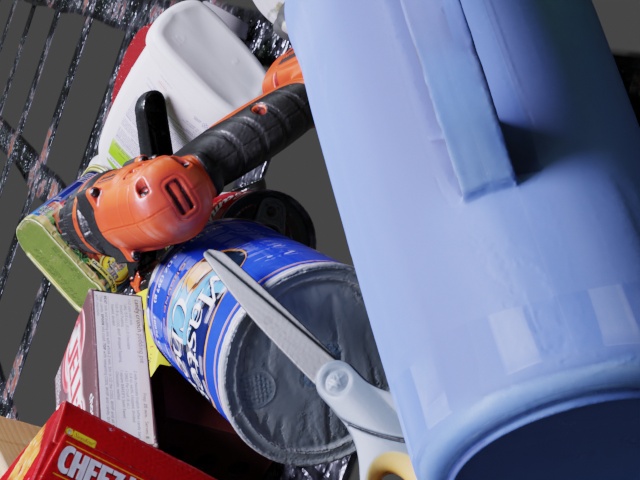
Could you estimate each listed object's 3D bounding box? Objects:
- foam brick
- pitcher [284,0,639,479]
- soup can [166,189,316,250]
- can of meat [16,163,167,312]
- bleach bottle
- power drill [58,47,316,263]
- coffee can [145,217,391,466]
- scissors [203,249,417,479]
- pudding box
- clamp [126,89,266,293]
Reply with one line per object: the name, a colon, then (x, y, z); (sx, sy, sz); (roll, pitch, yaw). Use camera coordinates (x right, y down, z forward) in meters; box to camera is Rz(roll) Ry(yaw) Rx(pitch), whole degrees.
foam brick: (-0.073, 0.118, 0.655); (0.053, 0.078, 0.051); (-59, 28, 26)
pitcher: (0.063, -0.028, 0.409); (0.145, 0.149, 0.243); (-53, 37, 41)
soup can: (-0.055, 0.001, 0.701); (0.102, 0.068, 0.068); (4, 78, 64)
can of meat: (-0.190, 0.001, 0.889); (0.083, 0.102, 0.058); (-45, 5, -41)
bleach bottle: (-0.139, -0.087, 0.882); (0.068, 0.102, 0.251); (-47, 7, -38)
power drill: (-0.065, -0.052, 0.650); (0.187, 0.057, 0.185); (-38, 16, -24)
coffee can: (-0.027, 0.049, 0.580); (0.140, 0.102, 0.103); (24, 96, 64)
scissors: (0.029, 0.058, 0.457); (0.096, 0.016, 0.202); (-31, 61, 3)
pudding box: (-0.129, 0.099, 0.630); (0.113, 0.039, 0.090); (-107, 33, -41)
clamp: (-0.118, -0.030, 0.816); (0.120, 0.039, 0.172); (51, 131, 11)
